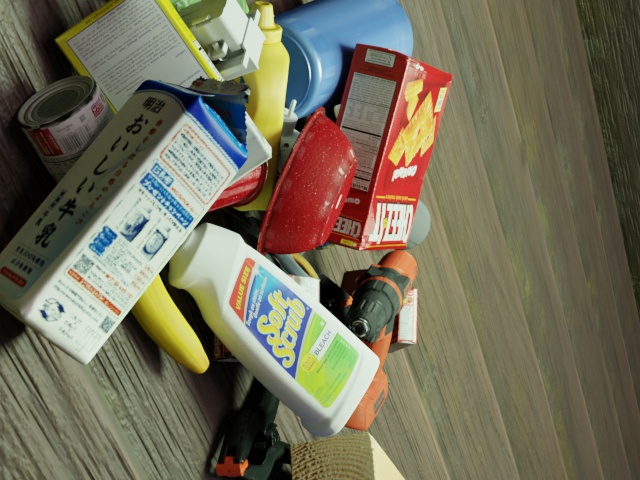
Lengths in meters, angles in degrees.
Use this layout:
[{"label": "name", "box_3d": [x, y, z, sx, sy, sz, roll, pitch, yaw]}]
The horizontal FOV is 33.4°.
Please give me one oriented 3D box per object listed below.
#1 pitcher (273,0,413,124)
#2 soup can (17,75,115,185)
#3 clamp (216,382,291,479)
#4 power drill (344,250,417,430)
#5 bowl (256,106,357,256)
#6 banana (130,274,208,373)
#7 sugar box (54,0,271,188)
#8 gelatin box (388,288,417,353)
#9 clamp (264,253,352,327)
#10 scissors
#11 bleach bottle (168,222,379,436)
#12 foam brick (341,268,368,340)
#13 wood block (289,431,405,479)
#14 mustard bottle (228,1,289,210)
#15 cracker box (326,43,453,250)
[{"label": "pitcher", "box_3d": [0.005, -0.200, 1.206, 0.145, 0.149, 0.242, -58, 168, 30]}, {"label": "soup can", "box_3d": [-0.184, -0.069, 0.839, 0.068, 0.069, 0.102, -68, 144, -44]}, {"label": "clamp", "box_3d": [-0.061, 0.189, 1.093, 0.171, 0.039, 0.120, -14, 92, -72]}, {"label": "power drill", "box_3d": [0.056, 0.120, 1.218, 0.184, 0.057, 0.188, -46, 153, -61]}, {"label": "bowl", "box_3d": [-0.006, -0.048, 1.053, 0.162, 0.055, 0.162, 24, 89, -84]}, {"label": "banana", "box_3d": [-0.142, 0.044, 0.908, 0.037, 0.070, 0.198, -45, 147, -28]}, {"label": "sugar box", "box_3d": [-0.126, -0.118, 0.877, 0.176, 0.093, 0.048, 56, 7, -15]}, {"label": "gelatin box", "box_3d": [0.097, 0.105, 1.402, 0.089, 0.030, 0.073, 143, -48, -66]}, {"label": "clamp", "box_3d": [-0.013, 0.076, 1.207, 0.164, 0.036, 0.209, 69, 21, -4]}, {"label": "scissors", "box_3d": [-0.057, 0.001, 1.117, 0.096, 0.016, 0.201, 57, 15, 21]}, {"label": "bleach bottle", "box_3d": [-0.061, 0.074, 1.009, 0.250, 0.068, 0.102, 42, 68, -21]}, {"label": "foam brick", "box_3d": [0.055, 0.082, 1.345, 0.051, 0.053, 0.078, 61, 33, -42]}, {"label": "wood block", "box_3d": [0.039, 0.287, 1.170, 0.206, 0.090, 0.091, 60, 22, -59]}, {"label": "mustard bottle", "box_3d": [-0.065, -0.131, 1.017, 0.096, 0.058, 0.192, -127, -140, -57]}, {"label": "cracker box", "box_3d": [0.071, -0.098, 1.187, 0.164, 0.072, 0.214, -1, 107, -67]}]
